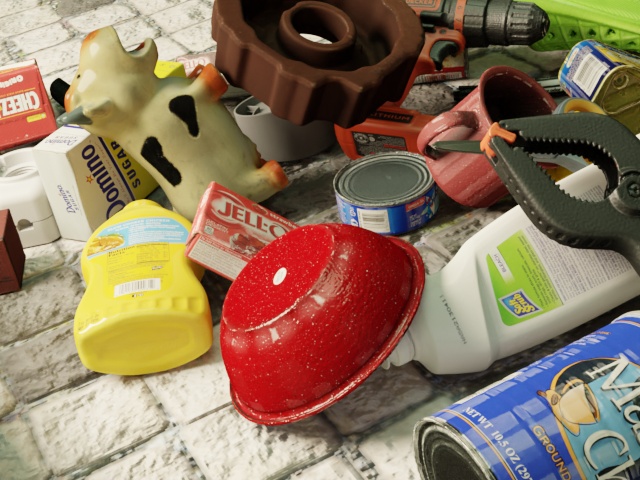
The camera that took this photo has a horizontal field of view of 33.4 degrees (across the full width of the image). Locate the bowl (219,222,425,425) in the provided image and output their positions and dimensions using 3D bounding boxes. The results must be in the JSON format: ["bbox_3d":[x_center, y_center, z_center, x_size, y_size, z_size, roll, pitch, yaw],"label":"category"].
[{"bbox_3d":[-0.013,0.041,0.703,0.162,0.055,0.162,-31,29,20],"label":"bowl"}]

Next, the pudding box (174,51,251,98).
[{"bbox_3d":[-0.082,-0.169,1.079,0.113,0.039,0.090,-3,1,8],"label":"pudding box"}]

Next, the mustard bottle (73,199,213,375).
[{"bbox_3d":[-0.136,0.023,0.822,0.096,0.058,0.191,-11,33,-3],"label":"mustard bottle"}]

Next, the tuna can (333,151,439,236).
[{"bbox_3d":[0.055,-0.039,0.883,0.086,0.034,0.086,-8,33,5],"label":"tuna can"}]

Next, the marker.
[{"bbox_3d":[0.187,-0.144,1.018,0.121,0.020,0.020,-5,33,9],"label":"marker"}]

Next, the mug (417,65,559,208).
[{"bbox_3d":[0.127,-0.078,0.842,0.117,0.082,0.093,1,63,-37],"label":"mug"}]

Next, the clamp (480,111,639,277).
[{"bbox_3d":[0.201,-0.017,0.691,0.210,0.036,0.164,18,72,1],"label":"clamp"}]

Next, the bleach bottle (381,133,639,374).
[{"bbox_3d":[0.143,0.016,0.726,0.250,0.068,0.102,-23,73,-16],"label":"bleach bottle"}]

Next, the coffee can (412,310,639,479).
[{"bbox_3d":[0.135,0.112,0.570,0.140,0.103,0.103,-23,35,-19],"label":"coffee can"}]

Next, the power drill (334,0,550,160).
[{"bbox_3d":[0.102,-0.152,0.969,0.185,0.057,0.187,7,56,22],"label":"power drill"}]

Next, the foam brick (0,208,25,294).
[{"bbox_3d":[-0.290,0.015,0.884,0.078,0.053,0.051,-12,33,-4],"label":"foam brick"}]

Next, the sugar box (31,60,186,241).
[{"bbox_3d":[-0.177,-0.084,0.964,0.048,0.093,0.176,7,38,27],"label":"sugar box"}]

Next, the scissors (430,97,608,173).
[{"bbox_3d":[0.161,-0.082,0.800,0.201,0.016,0.096,12,48,-24],"label":"scissors"}]

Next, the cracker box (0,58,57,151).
[{"bbox_3d":[-0.347,-0.123,1.043,0.164,0.072,0.214,-17,14,-12],"label":"cracker box"}]

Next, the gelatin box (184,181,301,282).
[{"bbox_3d":[-0.055,0.001,0.816,0.089,0.030,0.073,28,32,-13],"label":"gelatin box"}]
